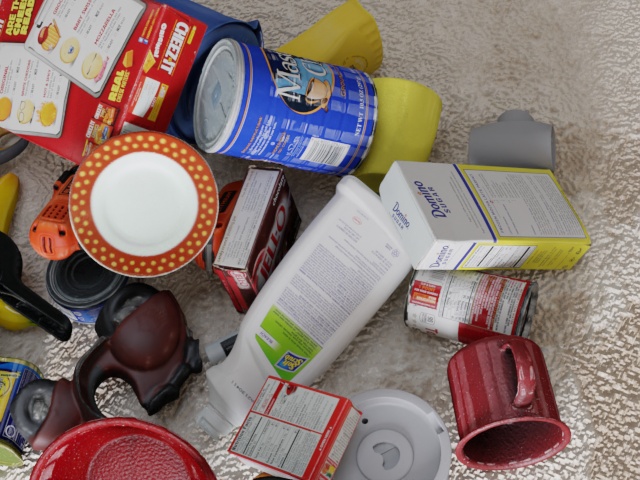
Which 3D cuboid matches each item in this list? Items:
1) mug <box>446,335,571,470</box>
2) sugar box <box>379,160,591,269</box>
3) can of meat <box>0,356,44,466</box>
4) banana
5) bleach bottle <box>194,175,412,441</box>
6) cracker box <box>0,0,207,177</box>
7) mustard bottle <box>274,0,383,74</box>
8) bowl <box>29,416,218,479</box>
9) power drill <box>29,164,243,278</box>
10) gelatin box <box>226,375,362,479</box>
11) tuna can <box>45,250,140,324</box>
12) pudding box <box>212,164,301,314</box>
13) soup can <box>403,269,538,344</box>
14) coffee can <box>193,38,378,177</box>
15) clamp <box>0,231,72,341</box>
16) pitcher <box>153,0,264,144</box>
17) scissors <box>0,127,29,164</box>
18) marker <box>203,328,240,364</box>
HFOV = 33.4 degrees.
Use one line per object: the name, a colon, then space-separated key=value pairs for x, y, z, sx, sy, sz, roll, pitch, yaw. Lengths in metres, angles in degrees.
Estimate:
mug: x=0.149 y=0.124 z=0.860 sx=0.093 sy=0.117 sz=0.081 roll=-3 pitch=53 yaw=-5
sugar box: x=0.144 y=-0.020 z=0.932 sx=0.175 sy=0.048 sz=0.093 roll=0 pitch=50 yaw=-28
can of meat: x=-0.308 y=0.151 z=0.963 sx=0.102 sy=0.057 sz=0.084 roll=3 pitch=58 yaw=12
banana: x=-0.316 y=0.017 z=1.059 sx=0.069 sy=0.037 sz=0.198 roll=-12 pitch=58 yaw=-19
bleach bottle: x=-0.022 y=0.067 z=0.938 sx=0.102 sy=0.068 sz=0.250 roll=41 pitch=83 yaw=7
cracker box: x=-0.228 y=-0.164 z=1.019 sx=0.214 sy=0.072 sz=0.164 roll=24 pitch=95 yaw=34
mustard bottle: x=-0.028 y=-0.157 z=1.068 sx=0.191 sy=0.096 sz=0.058 roll=-35 pitch=68 yaw=-10
bowl: x=-0.154 y=0.210 z=0.871 sx=0.162 sy=0.055 sz=0.162 roll=1 pitch=103 yaw=3
power drill: x=-0.162 y=-0.035 z=1.028 sx=0.188 sy=0.057 sz=0.184 roll=8 pitch=37 yaw=10
gelatin box: x=-0.021 y=0.154 z=0.854 sx=0.089 sy=0.030 sz=0.073 roll=10 pitch=63 yaw=38
tuna can: x=-0.220 y=0.036 z=1.027 sx=0.086 sy=0.034 sz=0.086 roll=-5 pitch=59 yaw=8
pudding box: x=-0.056 y=0.001 z=0.984 sx=0.039 sy=0.090 sz=0.113 roll=7 pitch=61 yaw=15
soup can: x=0.131 y=0.057 z=0.928 sx=0.102 sy=0.068 sz=0.068 roll=14 pitch=63 yaw=19
coffee can: x=-0.033 y=-0.119 z=0.976 sx=0.140 sy=0.103 sz=0.103 roll=9 pitch=54 yaw=-26
clamp: x=-0.318 y=0.045 z=0.987 sx=0.120 sy=0.039 sz=0.172 roll=-15 pitch=52 yaw=-37
pitcher: x=-0.192 y=-0.198 z=1.109 sx=0.243 sy=0.145 sz=0.149 roll=30 pitch=24 yaw=29
scissors: x=-0.346 y=-0.067 z=1.095 sx=0.096 sy=0.016 sz=0.202 roll=-12 pitch=42 yaw=-6
marker: x=-0.049 y=0.078 z=0.978 sx=0.121 sy=0.020 sz=0.020 roll=-27 pitch=58 yaw=-5
